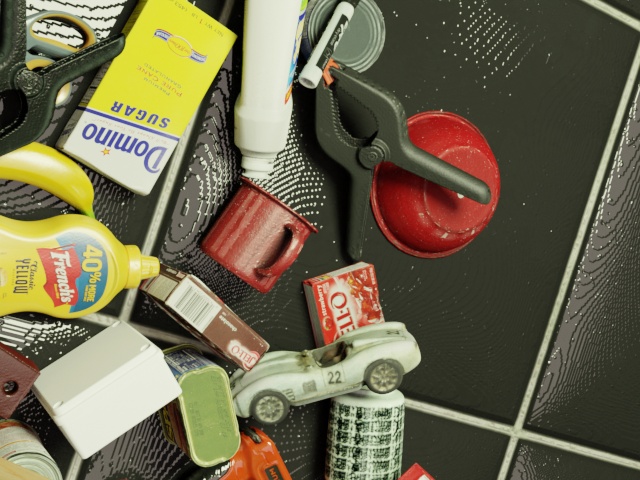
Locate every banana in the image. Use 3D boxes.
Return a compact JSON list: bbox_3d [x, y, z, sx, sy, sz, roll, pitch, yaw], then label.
[{"bbox_3d":[-0.284,-0.059,0.949,0.197,0.037,0.069,13,91,-26],"label":"banana"}]

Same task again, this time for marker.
[{"bbox_3d":[0.012,-0.200,1.027,0.020,0.020,0.121,36,69,-25],"label":"marker"}]

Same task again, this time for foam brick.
[{"bbox_3d":[-0.300,0.115,0.957,0.078,0.051,0.053,39,81,-25],"label":"foam brick"}]

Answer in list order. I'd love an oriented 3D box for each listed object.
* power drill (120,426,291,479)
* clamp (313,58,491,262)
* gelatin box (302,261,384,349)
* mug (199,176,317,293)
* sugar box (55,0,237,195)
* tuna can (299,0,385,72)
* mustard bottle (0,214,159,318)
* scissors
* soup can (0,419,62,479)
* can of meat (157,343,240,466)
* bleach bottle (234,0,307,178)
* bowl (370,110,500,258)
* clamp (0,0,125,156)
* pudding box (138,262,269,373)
[{"bbox_3d":[-0.111,0.288,1.069,0.187,0.057,0.184,-29,108,-19],"label":"power drill"},{"bbox_3d":[0.065,-0.090,1.065,0.165,0.036,0.210,-19,111,18],"label":"clamp"},{"bbox_3d":[0.027,0.075,1.120,0.073,0.030,0.089,-17,104,-22],"label":"gelatin box"},{"bbox_3d":[-0.057,0.001,1.025,0.093,0.117,0.081,38,85,-37],"label":"mug"},{"bbox_3d":[-0.161,-0.139,0.992,0.093,0.048,0.176,30,83,-26],"label":"sugar box"},{"bbox_3d":[0.020,-0.209,1.074,0.086,0.034,0.086,-4,99,-25],"label":"tuna can"},{"bbox_3d":[-0.240,0.024,0.969,0.191,0.058,0.096,1,108,-26],"label":"mustard bottle"},{"bbox_3d":[-0.285,-0.165,0.917,0.201,0.016,0.096,-2,108,-42],"label":"scissors"},{"bbox_3d":[-0.273,0.207,0.955,0.068,0.102,0.068,-4,99,-25],"label":"soup can"},{"bbox_3d":[-0.120,0.159,1.031,0.057,0.084,0.102,-16,104,-23],"label":"can of meat"},{"bbox_3d":[-0.047,-0.186,1.021,0.068,0.102,0.251,7,103,0],"label":"bleach bottle"},{"bbox_3d":[0.135,-0.057,1.139,0.161,0.055,0.162,-4,100,-25],"label":"bowl"},{"bbox_3d":[-0.245,-0.139,0.918,0.120,0.039,0.171,24,92,-27],"label":"clamp"},{"bbox_3d":[-0.112,0.073,1.020,0.113,0.090,0.039,46,76,-23],"label":"pudding box"}]
